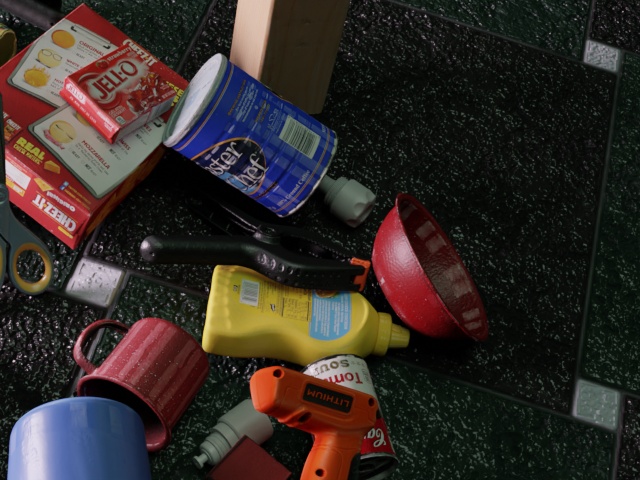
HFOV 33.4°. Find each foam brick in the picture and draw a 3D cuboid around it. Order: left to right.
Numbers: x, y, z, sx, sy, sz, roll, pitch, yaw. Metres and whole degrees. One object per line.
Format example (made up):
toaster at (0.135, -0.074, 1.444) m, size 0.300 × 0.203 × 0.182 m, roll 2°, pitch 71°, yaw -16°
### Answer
foam brick at (-0.065, 0.209, 0.885) m, size 0.051 × 0.078 × 0.052 m, roll 37°, pitch 56°, yaw 12°

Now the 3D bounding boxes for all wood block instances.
wood block at (-0.033, -0.232, 1.128) m, size 0.090 × 0.206 × 0.091 m, roll -9°, pitch 57°, yaw -18°

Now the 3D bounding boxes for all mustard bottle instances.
mustard bottle at (-0.011, 0.077, 1.001) m, size 0.191 × 0.058 × 0.096 m, roll 9°, pitch 37°, yaw -5°

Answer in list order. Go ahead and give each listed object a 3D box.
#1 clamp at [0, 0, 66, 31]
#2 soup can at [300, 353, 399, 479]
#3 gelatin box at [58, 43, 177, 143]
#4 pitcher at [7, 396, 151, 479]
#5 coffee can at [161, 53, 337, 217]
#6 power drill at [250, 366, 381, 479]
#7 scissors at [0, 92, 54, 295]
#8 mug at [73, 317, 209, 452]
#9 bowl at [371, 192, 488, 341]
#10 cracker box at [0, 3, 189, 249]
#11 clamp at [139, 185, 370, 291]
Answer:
clamp at (-0.345, -0.265, 1.133) m, size 0.171 × 0.039 × 0.120 m, roll 14°, pitch 13°, yaw -31°
soup can at (0.023, 0.160, 0.944) m, size 0.068 × 0.069 × 0.102 m, roll -7°, pitch 56°, yaw -16°
gelatin box at (-0.194, -0.143, 1.031) m, size 0.073 × 0.030 × 0.089 m, roll 44°, pitch 46°, yaw 5°
pitcher at (-0.185, 0.241, 0.799) m, size 0.145 × 0.149 × 0.243 m, roll -2°, pitch 52°, yaw -14°
coffee can at (-0.069, -0.101, 1.044) m, size 0.140 × 0.103 × 0.102 m, roll 32°, pitch 50°, yaw -21°
power drill at (-0.031, 0.197, 0.819) m, size 0.184 × 0.057 × 0.187 m, roll 20°, pitch 65°, yaw -23°
scissors at (-0.275, -0.031, 0.969) m, size 0.096 × 0.202 × 0.016 m, roll 13°, pitch 12°, yaw -28°
mug at (-0.158, 0.114, 0.923) m, size 0.117 × 0.093 × 0.081 m, roll 38°, pitch 50°, yaw -4°
bowl at (0.097, 0.036, 1.025) m, size 0.055 × 0.162 × 0.162 m, roll -31°, pitch 57°, yaw 18°
cracker box at (-0.240, -0.117, 1.058) m, size 0.164 × 0.072 × 0.213 m, roll 37°, pitch 47°, yaw -2°
clamp at (-0.057, 0.001, 1.025) m, size 0.210 × 0.036 × 0.164 m, roll 13°, pitch 24°, yaw -4°
